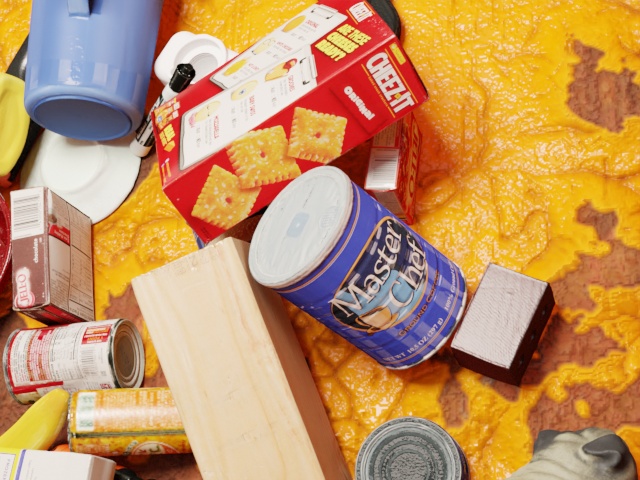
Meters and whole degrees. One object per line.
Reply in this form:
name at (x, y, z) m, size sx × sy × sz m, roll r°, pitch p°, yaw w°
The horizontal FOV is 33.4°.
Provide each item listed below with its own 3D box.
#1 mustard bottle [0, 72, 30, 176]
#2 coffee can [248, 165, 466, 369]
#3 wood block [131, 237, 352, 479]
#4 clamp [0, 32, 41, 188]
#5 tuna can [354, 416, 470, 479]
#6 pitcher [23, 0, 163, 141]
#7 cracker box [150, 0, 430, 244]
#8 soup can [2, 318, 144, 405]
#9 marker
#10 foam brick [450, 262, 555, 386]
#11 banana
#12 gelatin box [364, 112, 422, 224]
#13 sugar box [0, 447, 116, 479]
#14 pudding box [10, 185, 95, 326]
mustard bottle at (-0.368, -0.118, 1.041) m, size 0.192 × 0.058 × 0.096 m, roll 9°, pitch 87°, yaw 35°
coffee can at (0.030, 0.023, 0.821) m, size 0.103 × 0.140 × 0.103 m, roll -33°, pitch 37°, yaw 29°
wood block at (-0.060, 0.112, 0.829) m, size 0.090 × 0.090 × 0.206 m, roll -23°, pitch 80°, yaw 9°
clamp at (-0.328, -0.153, 1.084) m, size 0.165 × 0.036 × 0.210 m, roll -6°, pitch 71°, yaw 26°
tuna can at (0.070, 0.180, 0.821) m, size 0.086 × 0.033 × 0.086 m, roll -7°, pitch 67°, yaw 15°
pitcher at (-0.211, -0.227, 0.999) m, size 0.145 × 0.149 × 0.243 m, roll -15°, pitch 64°, yaw 41°
cracker box at (-0.032, -0.109, 0.885) m, size 0.214 × 0.072 × 0.164 m, roll -32°, pitch 30°, yaw 6°
soup can at (-0.212, 0.105, 0.923) m, size 0.102 × 0.068 × 0.068 m, roll -7°, pitch 67°, yaw 14°
marker at (-0.145, -0.120, 0.980) m, size 0.121 × 0.020 × 0.020 m, roll -49°, pitch 52°, yaw 43°
foam brick at (0.143, 0.066, 0.834) m, size 0.051 × 0.053 × 0.078 m, roll 21°, pitch 77°, yaw 24°
banana at (-0.290, 0.184, 0.917) m, size 0.198 × 0.037 × 0.069 m, roll -18°, pitch 90°, yaw 22°
gelatin box at (0.064, -0.068, 0.904) m, size 0.030 × 0.073 × 0.089 m, roll 2°, pitch 68°, yaw 17°
sugar box at (-0.253, 0.212, 0.848) m, size 0.176 × 0.048 × 0.093 m, roll 2°, pitch 72°, yaw 20°
pudding box at (-0.238, 0.019, 0.951) m, size 0.039 × 0.090 × 0.113 m, roll -9°, pitch 70°, yaw 12°
